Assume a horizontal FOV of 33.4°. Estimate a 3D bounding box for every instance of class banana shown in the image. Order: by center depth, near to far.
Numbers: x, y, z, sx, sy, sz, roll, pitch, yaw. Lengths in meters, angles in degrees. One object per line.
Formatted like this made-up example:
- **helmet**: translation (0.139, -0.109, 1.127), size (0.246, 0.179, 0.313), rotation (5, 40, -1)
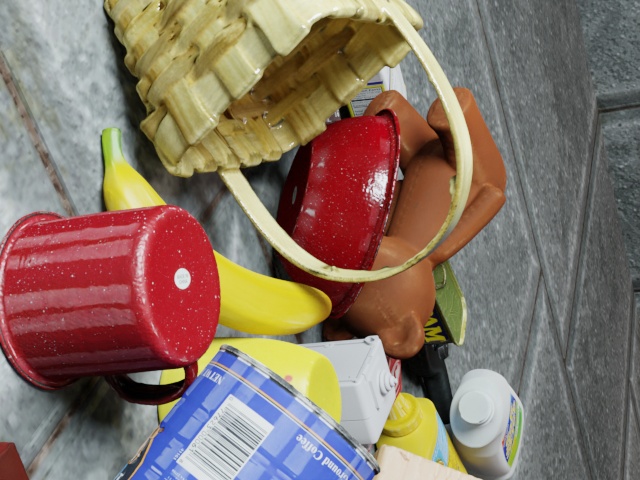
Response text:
- **banana**: translation (-0.063, 0.014, 0.642), size (0.197, 0.037, 0.069), rotation (42, 57, -33)

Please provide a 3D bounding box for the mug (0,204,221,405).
- **mug**: translation (-0.100, 0.037, 0.542), size (0.093, 0.082, 0.117), rotation (-61, 138, -55)

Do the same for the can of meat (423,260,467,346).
- **can of meat**: translation (0.077, 0.052, 0.959), size (0.102, 0.084, 0.057), rotation (62, 31, -41)

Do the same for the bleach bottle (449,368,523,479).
- **bleach bottle**: translation (0.164, 0.188, 1.080), size (0.250, 0.068, 0.102), rotation (47, 55, -71)

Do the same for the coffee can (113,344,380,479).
- **coffee can**: translation (-0.053, 0.137, 0.520), size (0.140, 0.103, 0.102), rotation (-51, 140, -14)

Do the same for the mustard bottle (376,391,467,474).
- **mustard bottle**: translation (0.093, 0.203, 0.988), size (0.096, 0.058, 0.191), rotation (-76, 150, -44)

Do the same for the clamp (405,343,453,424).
- **clamp**: translation (0.113, 0.119, 1.090), size (0.171, 0.039, 0.120), rotation (37, 47, -61)

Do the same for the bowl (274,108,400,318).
- **bowl**: translation (0.005, -0.026, 0.789), size (0.162, 0.055, 0.162), rotation (-166, -90, -77)
